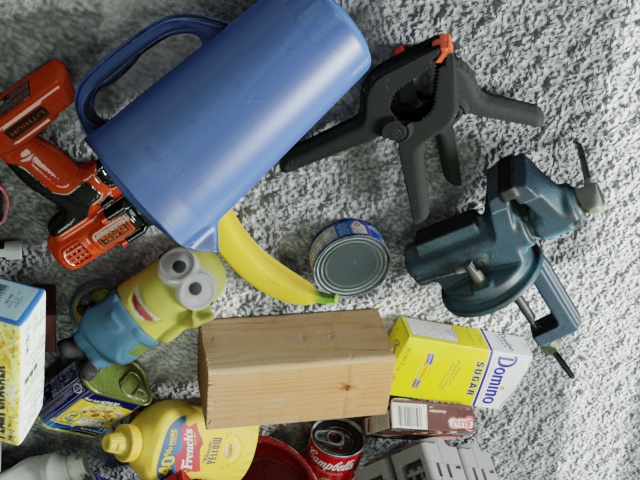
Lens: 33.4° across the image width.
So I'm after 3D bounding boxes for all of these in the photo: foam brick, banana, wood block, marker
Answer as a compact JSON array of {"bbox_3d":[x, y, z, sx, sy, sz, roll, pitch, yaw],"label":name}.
[{"bbox_3d":[-0.311,0.081,1.097,0.078,0.053,0.051,1,127,-15],"label":"foam brick"},{"bbox_3d":[-0.068,0.012,1.110,0.070,0.037,0.197,-31,121,32],"label":"banana"},{"bbox_3d":[-0.030,0.143,1.195,0.206,0.090,0.091,-2,126,-13],"label":"wood block"},{"bbox_3d":[-0.358,0.013,1.054,0.121,0.020,0.020,-4,128,-12],"label":"marker"}]

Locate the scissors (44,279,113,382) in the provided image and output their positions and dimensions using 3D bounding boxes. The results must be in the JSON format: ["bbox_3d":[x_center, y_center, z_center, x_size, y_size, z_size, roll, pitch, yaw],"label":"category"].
[{"bbox_3d":[-0.275,0.108,1.151,0.202,0.016,0.096,-30,127,8],"label":"scissors"}]

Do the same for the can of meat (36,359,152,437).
[{"bbox_3d":[-0.250,0.169,1.165,0.084,0.057,0.102,-37,144,21],"label":"can of meat"}]

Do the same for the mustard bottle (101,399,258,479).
[{"bbox_3d":[-0.161,0.228,1.204,0.191,0.058,0.096,10,100,-43],"label":"mustard bottle"}]

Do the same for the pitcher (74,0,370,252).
[{"bbox_3d":[-0.083,-0.123,0.930,0.243,0.145,0.149,-43,139,-4],"label":"pitcher"}]

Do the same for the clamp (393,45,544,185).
[{"bbox_3d":[0.140,-0.136,1.056,0.120,0.039,0.171,-33,128,14],"label":"clamp"}]

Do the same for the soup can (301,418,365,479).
[{"bbox_3d":[0.014,0.277,1.322,0.068,0.068,0.102,0,127,-15],"label":"soup can"}]

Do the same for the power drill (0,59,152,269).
[{"bbox_3d":[-0.214,-0.076,0.999,0.184,0.057,0.187,-33,127,4],"label":"power drill"}]

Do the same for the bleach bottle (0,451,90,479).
[{"bbox_3d":[-0.387,0.296,1.215,0.251,0.102,0.068,-18,92,-2],"label":"bleach bottle"}]

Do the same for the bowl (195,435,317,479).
[{"bbox_3d":[-0.072,0.315,1.307,0.162,0.055,0.162,0,89,12],"label":"bowl"}]

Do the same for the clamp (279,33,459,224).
[{"bbox_3d":[0.079,-0.107,1.033,0.164,0.036,0.210,26,128,-19],"label":"clamp"}]

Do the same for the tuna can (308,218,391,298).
[{"bbox_3d":[0.031,0.020,1.151,0.086,0.034,0.086,-7,128,-9],"label":"tuna can"}]

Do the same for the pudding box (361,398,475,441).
[{"bbox_3d":[0.119,0.221,1.300,0.113,0.039,0.090,9,159,-19],"label":"pudding box"}]

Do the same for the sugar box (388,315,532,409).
[{"bbox_3d":[0.158,0.149,1.276,0.176,0.048,0.093,12,123,-21],"label":"sugar box"}]
